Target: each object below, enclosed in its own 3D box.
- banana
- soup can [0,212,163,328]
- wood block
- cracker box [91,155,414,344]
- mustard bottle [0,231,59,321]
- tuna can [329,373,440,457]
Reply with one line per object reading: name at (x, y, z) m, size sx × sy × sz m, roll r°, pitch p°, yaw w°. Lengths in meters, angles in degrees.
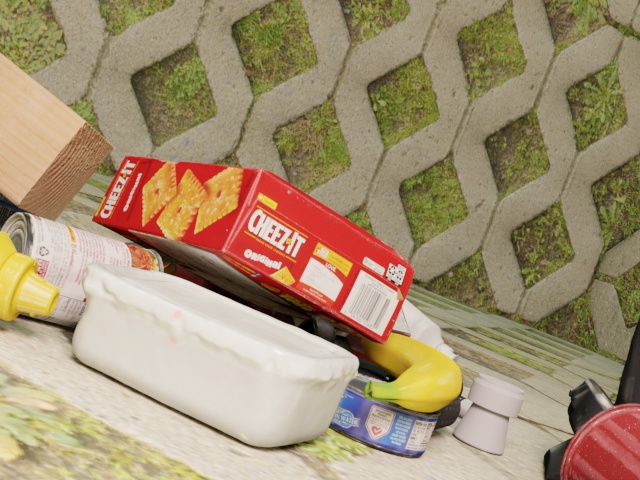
banana at (0.066, 0.092, 0.772) m, size 0.069 × 0.037 × 0.198 m, roll 21°, pitch 2°, yaw 0°
soup can at (-0.169, 0.026, 0.735) m, size 0.102 × 0.068 × 0.069 m, roll 19°, pitch 3°, yaw -34°
wood block at (-0.292, -0.117, 0.914) m, size 0.206 × 0.090 × 0.091 m, roll 38°, pitch -3°, yaw 8°
cracker box at (-0.055, 0.001, 0.828) m, size 0.164 × 0.072 × 0.214 m, roll 32°, pitch -11°, yaw -34°
mustard bottle at (-0.250, 0.003, 0.648) m, size 0.191 × 0.058 × 0.096 m, roll 21°, pitch 1°, yaw 2°
tuna can at (0.040, 0.122, 0.759) m, size 0.086 × 0.034 × 0.086 m, roll 21°, pitch 2°, yaw -1°
